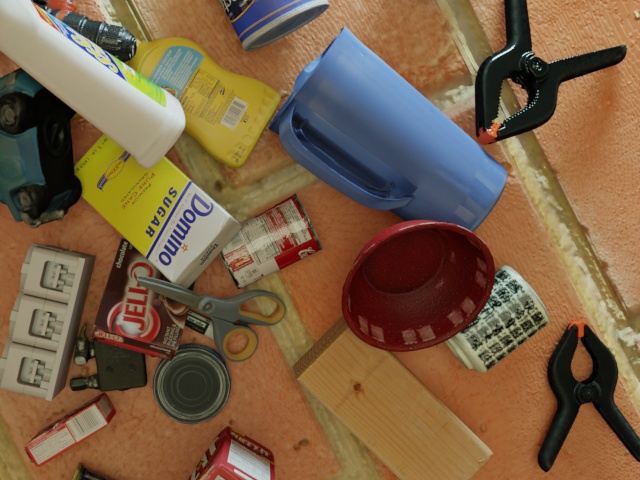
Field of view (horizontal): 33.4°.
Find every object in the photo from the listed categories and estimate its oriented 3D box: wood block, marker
[{"bbox_3d":[0.076,0.183,1.155,0.206,0.090,0.091,45,89,-4],"label":"wood block"},{"bbox_3d":[-0.164,0.076,1.170,0.121,0.020,0.020,27,89,-5],"label":"marker"}]

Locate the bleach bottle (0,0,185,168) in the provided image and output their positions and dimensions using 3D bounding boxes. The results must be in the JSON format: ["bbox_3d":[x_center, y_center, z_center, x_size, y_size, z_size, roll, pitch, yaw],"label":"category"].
[{"bbox_3d":[-0.249,-0.174,1.027,0.250,0.102,0.068,36,103,-26],"label":"bleach bottle"}]

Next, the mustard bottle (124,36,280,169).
[{"bbox_3d":[-0.146,-0.162,1.146,0.191,0.058,0.096,30,84,-4],"label":"mustard bottle"}]

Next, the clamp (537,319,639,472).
[{"bbox_3d":[0.288,0.178,1.197,0.120,0.039,0.171,-14,86,-8],"label":"clamp"}]

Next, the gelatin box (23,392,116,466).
[{"bbox_3d":[-0.266,0.201,1.138,0.089,0.073,0.030,-31,92,-2],"label":"gelatin box"}]

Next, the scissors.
[{"bbox_3d":[-0.121,0.084,1.120,0.201,0.016,0.096,6,113,-42],"label":"scissors"}]

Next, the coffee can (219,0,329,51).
[{"bbox_3d":[-0.068,-0.286,1.127,0.103,0.103,0.140,-28,93,-3],"label":"coffee can"}]

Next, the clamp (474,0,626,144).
[{"bbox_3d":[0.238,-0.183,1.162,0.164,0.036,0.210,29,70,-6],"label":"clamp"}]

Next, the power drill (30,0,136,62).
[{"bbox_3d":[-0.268,-0.279,1.113,0.184,0.057,0.187,10,78,1],"label":"power drill"}]

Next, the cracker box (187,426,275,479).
[{"bbox_3d":[-0.117,0.287,1.081,0.072,0.214,0.164,33,88,-3],"label":"cracker box"}]

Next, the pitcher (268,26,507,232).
[{"bbox_3d":[0.071,-0.096,1.126,0.242,0.145,0.149,37,87,-7],"label":"pitcher"}]

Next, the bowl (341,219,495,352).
[{"bbox_3d":[0.093,0.036,1.090,0.162,0.055,0.162,-8,126,-11],"label":"bowl"}]

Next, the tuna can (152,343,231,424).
[{"bbox_3d":[-0.140,0.157,1.166,0.086,0.034,0.086,0,91,-4],"label":"tuna can"}]

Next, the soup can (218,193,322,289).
[{"bbox_3d":[-0.058,0.001,1.152,0.102,0.068,0.068,-26,93,-3],"label":"soup can"}]

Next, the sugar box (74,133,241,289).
[{"bbox_3d":[-0.177,-0.040,1.124,0.176,0.048,0.093,41,89,20],"label":"sugar box"}]

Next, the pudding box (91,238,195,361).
[{"bbox_3d":[-0.184,0.063,1.132,0.090,0.039,0.113,17,56,-9],"label":"pudding box"}]
